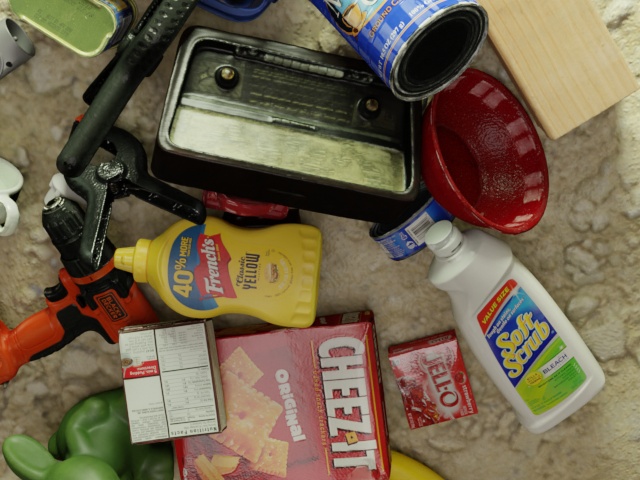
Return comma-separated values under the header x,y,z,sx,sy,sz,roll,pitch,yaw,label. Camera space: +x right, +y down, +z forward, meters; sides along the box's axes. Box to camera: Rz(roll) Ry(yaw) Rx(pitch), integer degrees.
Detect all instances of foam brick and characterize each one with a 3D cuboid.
x,y,z,sx,sy,sz,roll,pitch,yaw,label
-0.057,0.001,1.046,0.078,0.053,0.051,-2,107,2,foam brick

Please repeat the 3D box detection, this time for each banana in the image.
x,y,z,sx,sy,sz,roll,pitch,yaw,label
0.098,0.268,1.132,0.197,0.037,0.070,42,104,-11,banana

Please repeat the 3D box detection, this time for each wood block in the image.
x,y,z,sx,sy,sz,roll,pitch,yaw,label
0.187,-0.205,0.953,0.090,0.091,0.206,-32,104,11,wood block

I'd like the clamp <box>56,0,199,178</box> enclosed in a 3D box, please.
x,y,z,sx,sy,sz,roll,pitch,yaw,label
-0.161,-0.154,0.922,0.036,0.164,0.210,33,120,-20,clamp

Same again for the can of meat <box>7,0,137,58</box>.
x,y,z,sx,sy,sz,roll,pitch,yaw,label
-0.224,-0.212,0.968,0.102,0.084,0.057,31,106,-8,can of meat

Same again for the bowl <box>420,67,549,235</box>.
x,y,z,sx,sy,sz,roll,pitch,yaw,label
0.139,-0.075,0.983,0.055,0.161,0.162,-24,108,44,bowl

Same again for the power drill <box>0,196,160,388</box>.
x,y,z,sx,sy,sz,roll,pitch,yaw,label
-0.275,0.058,1.051,0.188,0.057,0.184,-21,122,11,power drill

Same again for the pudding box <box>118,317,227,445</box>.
x,y,z,sx,sy,sz,roll,pitch,yaw,label
-0.142,0.134,1.022,0.090,0.039,0.113,-8,92,3,pudding box

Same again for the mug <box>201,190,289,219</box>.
x,y,z,sx,sy,sz,roll,pitch,yaw,label
-0.066,-0.059,0.997,0.081,0.117,0.093,10,121,-6,mug

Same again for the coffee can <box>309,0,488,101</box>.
x,y,z,sx,sy,sz,roll,pitch,yaw,label
0.062,-0.204,0.918,0.103,0.102,0.140,-45,63,14,coffee can

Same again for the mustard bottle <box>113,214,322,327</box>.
x,y,z,sx,sy,sz,roll,pitch,yaw,label
-0.096,0.025,0.994,0.191,0.058,0.096,5,90,3,mustard bottle

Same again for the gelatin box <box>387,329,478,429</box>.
x,y,z,sx,sy,sz,roll,pitch,yaw,label
0.115,0.143,1.096,0.073,0.030,0.089,-15,107,6,gelatin box

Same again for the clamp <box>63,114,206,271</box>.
x,y,z,sx,sy,sz,roll,pitch,yaw,label
-0.197,-0.047,0.985,0.120,0.172,0.039,-29,146,-24,clamp

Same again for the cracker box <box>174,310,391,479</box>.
x,y,z,sx,sy,sz,roll,pitch,yaw,label
-0.043,0.166,1.073,0.214,0.072,0.164,-7,96,6,cracker box

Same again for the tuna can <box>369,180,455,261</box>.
x,y,z,sx,sy,sz,roll,pitch,yaw,label
0.089,-0.020,1.017,0.086,0.086,0.033,-38,104,12,tuna can

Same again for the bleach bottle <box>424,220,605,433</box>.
x,y,z,sx,sy,sz,roll,pitch,yaw,label
0.171,0.076,1.016,0.102,0.068,0.250,-38,121,9,bleach bottle
